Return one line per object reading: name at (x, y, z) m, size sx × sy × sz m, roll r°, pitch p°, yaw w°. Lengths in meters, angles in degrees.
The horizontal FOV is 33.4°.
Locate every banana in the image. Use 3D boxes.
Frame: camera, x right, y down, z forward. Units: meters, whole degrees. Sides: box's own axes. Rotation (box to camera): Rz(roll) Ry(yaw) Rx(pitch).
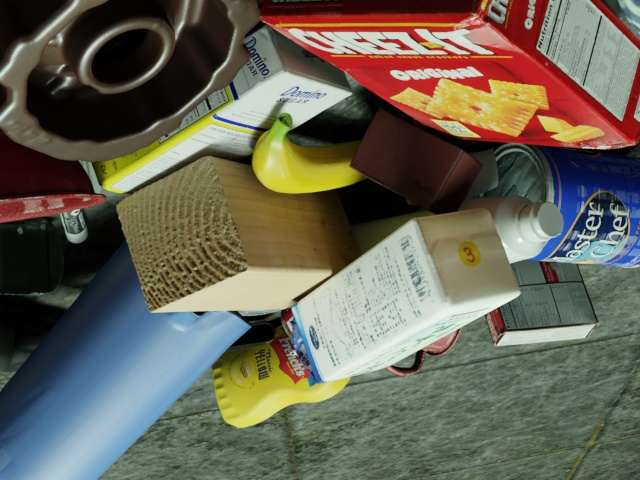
banana at (0.002, -0.061, 0.820) m, size 0.070 × 0.037 × 0.197 m, roll -25°, pitch 169°, yaw 28°

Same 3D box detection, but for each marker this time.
marker at (-0.205, -0.035, 0.864) m, size 0.020 × 0.020 × 0.121 m, roll -7°, pitch 151°, yaw -8°

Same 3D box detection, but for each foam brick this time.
foam brick at (0.072, -0.057, 0.809) m, size 0.053 × 0.078 × 0.051 m, roll -61°, pitch 154°, yaw 5°

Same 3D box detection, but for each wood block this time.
wood block at (-0.056, 0.000, 0.849) m, size 0.091 × 0.090 × 0.205 m, roll -25°, pitch 167°, yaw 23°

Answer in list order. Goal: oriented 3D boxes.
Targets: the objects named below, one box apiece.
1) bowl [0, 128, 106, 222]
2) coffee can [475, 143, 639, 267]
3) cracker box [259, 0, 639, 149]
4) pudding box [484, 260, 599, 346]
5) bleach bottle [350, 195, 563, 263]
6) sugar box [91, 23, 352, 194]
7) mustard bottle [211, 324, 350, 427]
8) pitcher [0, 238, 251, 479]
bowl at (-0.233, -0.044, 0.740) m, size 0.162 × 0.055 × 0.162 m, roll -8°, pitch 179°, yaw 0°
coffee can at (0.222, -0.030, 0.941) m, size 0.140 × 0.103 × 0.103 m, roll 4°, pitch 148°, yaw -27°
cracker box at (0.093, -0.125, 0.679) m, size 0.164 × 0.072 × 0.213 m, roll 9°, pitch 171°, yaw 41°
pudding box at (0.225, 0.061, 1.123) m, size 0.113 × 0.090 × 0.039 m, roll -4°, pitch 150°, yaw -15°
bleach bottle at (0.109, 0.004, 0.915) m, size 0.102 × 0.068 × 0.251 m, roll 9°, pitch 166°, yaw -34°
sugar box at (-0.074, -0.089, 0.769) m, size 0.176 × 0.048 × 0.093 m, roll -30°, pitch 163°, yaw 26°
mustard bottle at (-0.022, 0.130, 1.152) m, size 0.192 × 0.096 × 0.058 m, roll -21°, pitch 150°, yaw 17°
pitcher at (-0.187, 0.113, 0.926) m, size 0.243 × 0.145 × 0.149 m, roll -48°, pitch 152°, yaw -3°
